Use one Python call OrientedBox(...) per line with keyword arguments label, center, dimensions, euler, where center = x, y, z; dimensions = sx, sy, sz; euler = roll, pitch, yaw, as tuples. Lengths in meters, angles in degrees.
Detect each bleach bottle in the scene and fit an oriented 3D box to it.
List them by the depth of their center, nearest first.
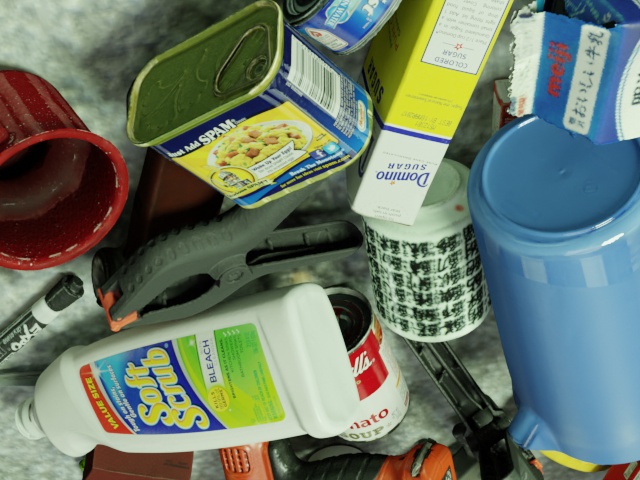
OrientedBox(label="bleach bottle", center=(-0.104, 0.105, 0.729), dimensions=(0.251, 0.102, 0.068), euler=(-18, 177, 25))

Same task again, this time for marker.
OrientedBox(label="marker", center=(-0.208, 0.061, 0.756), dimensions=(0.121, 0.020, 0.020), euler=(-38, 125, 26))

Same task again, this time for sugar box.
OrientedBox(label="sugar box", center=(0.056, -0.104, 0.581), dimensions=(0.048, 0.093, 0.176), euler=(13, 129, -13))

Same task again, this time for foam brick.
OrientedBox(label="foam brick", center=(-0.140, 0.164, 0.825), dimensions=(0.078, 0.053, 0.051), euler=(14, 149, -16))

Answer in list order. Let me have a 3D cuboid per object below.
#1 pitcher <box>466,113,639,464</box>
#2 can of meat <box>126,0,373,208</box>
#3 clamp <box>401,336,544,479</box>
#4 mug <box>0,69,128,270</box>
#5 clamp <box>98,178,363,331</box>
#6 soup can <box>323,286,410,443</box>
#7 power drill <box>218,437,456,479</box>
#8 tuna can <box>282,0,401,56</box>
OrientedBox(label="pitcher", center=(0.174, 0.024, 0.667), dimensions=(0.145, 0.149, 0.242), euler=(-1, 144, 21))
OrientedBox(label="can of meat", center=(-0.035, -0.066, 0.556), dimensions=(0.102, 0.057, 0.083), euler=(-21, 143, 32))
OrientedBox(label="clamp", center=(0.122, 0.137, 0.799), dimensions=(0.036, 0.165, 0.209), euler=(-33, 148, 8))
OrientedBox(label="mug", center=(-0.172, -0.049, 0.596), dimensions=(0.093, 0.082, 0.117), euler=(-40, 142, -3))
OrientedBox(label="clamp", center=(-0.054, 0.001, 0.642), dimensions=(0.171, 0.039, 0.120), euler=(-24, 146, -10))
OrientedBox(label="soup can", center=(0.020, 0.092, 0.773), dimensions=(0.068, 0.068, 0.102), euler=(-17, 132, 10))
OrientedBox(label="power drill", center=(0.016, 0.222, 0.831), dimensions=(0.188, 0.057, 0.184), euler=(-3, 111, 23))
OrientedBox(label="tuna can", center=(0.016, -0.141, 0.549), dimensions=(0.033, 0.086, 0.086), euler=(26, 125, -24))
